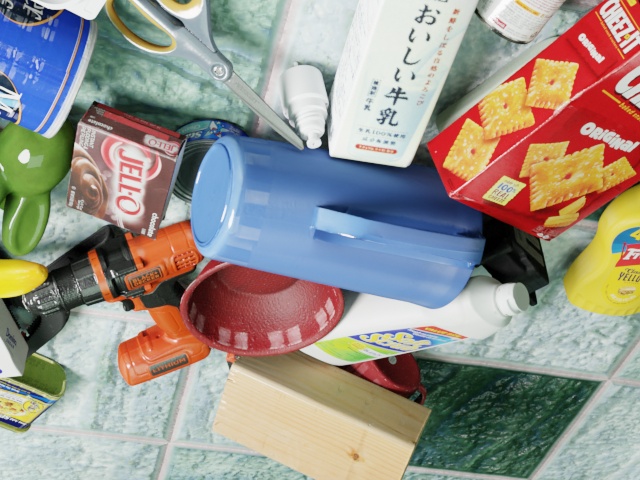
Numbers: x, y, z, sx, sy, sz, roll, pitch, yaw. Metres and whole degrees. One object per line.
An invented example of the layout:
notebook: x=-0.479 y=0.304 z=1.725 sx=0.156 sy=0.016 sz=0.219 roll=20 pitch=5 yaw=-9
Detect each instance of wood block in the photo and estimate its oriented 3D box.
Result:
wood block: x=0.001 y=0.193 z=1.144 sx=0.206 sy=0.090 sz=0.091 roll=24 pitch=115 yaw=10

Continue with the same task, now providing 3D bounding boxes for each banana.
banana: x=-0.349 y=0.021 z=1.028 sx=0.198 sy=0.037 sz=0.070 roll=19 pitch=142 yaw=12

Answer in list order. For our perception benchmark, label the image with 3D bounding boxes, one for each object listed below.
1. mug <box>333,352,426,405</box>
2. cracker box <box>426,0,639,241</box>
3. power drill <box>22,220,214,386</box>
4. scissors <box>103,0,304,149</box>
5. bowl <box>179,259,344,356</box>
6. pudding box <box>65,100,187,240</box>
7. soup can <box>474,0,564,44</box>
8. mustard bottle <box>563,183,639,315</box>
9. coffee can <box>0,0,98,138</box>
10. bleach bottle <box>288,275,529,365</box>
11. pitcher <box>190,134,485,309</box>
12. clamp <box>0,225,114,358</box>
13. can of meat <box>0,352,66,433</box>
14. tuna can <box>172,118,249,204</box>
mug: x=0.069 y=0.165 z=1.215 sx=0.117 sy=0.093 sz=0.082 roll=30 pitch=125 yaw=-21
cracker box: x=0.225 y=-0.096 z=0.912 sx=0.214 sy=0.072 sz=0.163 roll=-38 pitch=143 yaw=28
power drill: x=-0.194 y=0.073 z=1.097 sx=0.184 sy=0.057 sz=0.187 roll=-19 pitch=142 yaw=-8
scissors: x=-0.079 y=-0.159 z=0.866 sx=0.201 sy=0.016 sz=0.096 roll=29 pitch=121 yaw=-7
bowl: x=-0.058 y=0.048 z=1.060 sx=0.162 sy=0.055 sz=0.162 roll=-3 pitch=139 yaw=-3
pudding box: x=-0.175 y=-0.061 z=0.955 sx=0.090 sy=0.039 sz=0.114 roll=22 pitch=139 yaw=-2
soup can: x=0.170 y=-0.210 z=0.823 sx=0.068 sy=0.068 sz=0.102 roll=20 pitch=134 yaw=-23
mustard bottle: x=0.321 y=-0.004 z=1.063 sx=0.096 sy=0.058 sz=0.192 roll=6 pitch=137 yaw=-11
coffee can: x=-0.261 y=-0.154 z=0.841 sx=0.140 sy=0.103 sz=0.103 roll=22 pitch=133 yaw=-24
bleach bottle: x=0.091 y=0.074 z=1.077 sx=0.251 sy=0.068 sz=0.102 roll=-15 pitch=147 yaw=41
pitcher: x=0.018 y=-0.019 z=0.945 sx=0.242 sy=0.145 sz=0.149 roll=10 pitch=141 yaw=-25
clamp: x=-0.315 y=0.045 z=1.107 sx=0.164 sy=0.036 sz=0.210 roll=14 pitch=131 yaw=-15
can of meat: x=-0.355 y=0.168 z=1.227 sx=0.102 sy=0.057 sz=0.084 roll=30 pitch=127 yaw=-31
tuna can: x=-0.102 y=-0.071 z=0.989 sx=0.086 sy=0.034 sz=0.086 roll=-1 pitch=138 yaw=-1
